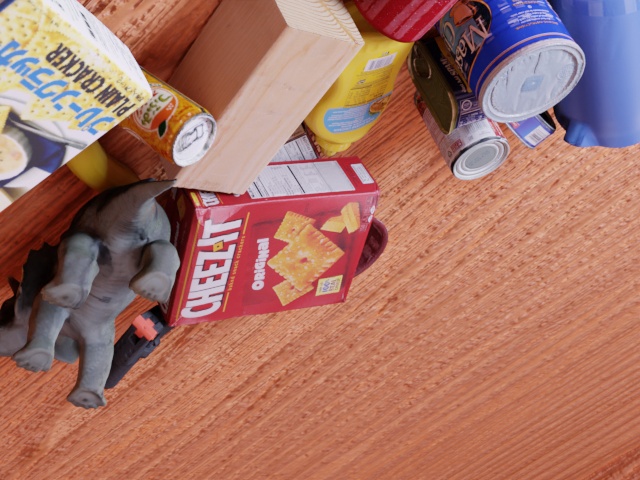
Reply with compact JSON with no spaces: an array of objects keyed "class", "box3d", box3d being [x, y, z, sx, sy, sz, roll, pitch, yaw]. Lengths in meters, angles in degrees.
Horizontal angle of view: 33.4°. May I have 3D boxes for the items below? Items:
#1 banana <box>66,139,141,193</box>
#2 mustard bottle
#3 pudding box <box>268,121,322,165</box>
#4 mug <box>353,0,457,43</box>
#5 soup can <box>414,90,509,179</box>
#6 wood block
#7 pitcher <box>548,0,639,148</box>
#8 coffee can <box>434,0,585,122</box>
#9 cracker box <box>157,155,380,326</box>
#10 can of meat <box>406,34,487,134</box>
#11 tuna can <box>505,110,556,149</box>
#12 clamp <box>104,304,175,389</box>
[{"class":"banana","box3d":[-0.213,-0.090,1.009,0.069,0.037,0.198,-17,150,-10]},{"class":"mustard bottle","box3d":[0.030,-0.151,1.054,0.096,0.058,0.192,-21,152,-28]},{"class":"pudding box","box3d":[-0.058,-0.080,1.130,0.113,0.039,0.090,-26,149,1]},{"class":"mug","box3d":[0.072,-0.228,0.928,0.117,0.093,0.082,-2,149,-43]},{"class":"soup can","box3d":[0.150,-0.124,1.136,0.068,0.102,0.068,-17,149,-11]},{"class":"wood block","box3d":[-0.065,-0.144,0.971,0.090,0.091,0.206,5,140,-40]},{"class":"pitcher","box3d":[0.295,-0.218,1.076,0.145,0.149,0.242,-11,149,13]},{"class":"coffee can","box3d":[0.168,-0.195,0.995,0.102,0.140,0.103,-17,149,-11]},{"class":"cracker box","box3d":[-0.057,0.001,1.121,0.213,0.072,0.164,-7,134,-28]},{"class":"can of meat","box3d":[0.146,-0.165,1.070,0.084,0.102,0.057,-18,150,-12]},{"class":"tuna can","box3d":[0.220,-0.144,1.168,0.034,0.086,0.086,-38,147,22]},{"class":"clamp","box3d":[-0.190,0.102,1.171,0.120,0.039,0.172,-52,-176,-27]}]
